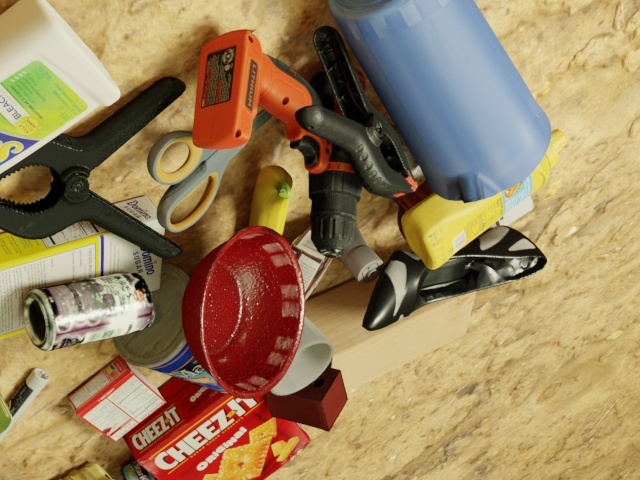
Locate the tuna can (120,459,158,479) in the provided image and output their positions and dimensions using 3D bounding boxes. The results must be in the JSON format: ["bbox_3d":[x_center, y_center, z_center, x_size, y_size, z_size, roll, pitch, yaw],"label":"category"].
[{"bbox_3d":[-0.199,0.295,1.253,0.033,0.086,0.086,-33,144,-7],"label":"tuna can"}]

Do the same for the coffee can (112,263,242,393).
[{"bbox_3d":[-0.127,0.092,1.082,0.103,0.103,0.140,-47,145,9],"label":"coffee can"}]

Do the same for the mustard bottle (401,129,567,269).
[{"bbox_3d":[0.173,-0.052,1.093,0.191,0.058,0.096,-36,154,-6],"label":"mustard bottle"}]

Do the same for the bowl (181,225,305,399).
[{"bbox_3d":[-0.081,0.066,1.003,0.161,0.055,0.162,-7,99,-56],"label":"bowl"}]

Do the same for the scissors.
[{"bbox_3d":[-0.086,-0.097,0.940,0.201,0.016,0.096,-56,142,-20],"label":"scissors"}]

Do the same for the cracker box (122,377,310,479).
[{"bbox_3d":[-0.119,0.230,1.267,0.164,0.072,0.213,-37,144,-5],"label":"cracker box"}]

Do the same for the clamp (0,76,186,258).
[{"bbox_3d":[-0.203,-0.060,0.890,0.209,0.036,0.165,-1,110,-32],"label":"clamp"}]

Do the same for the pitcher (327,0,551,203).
[{"bbox_3d":[0.109,-0.165,0.981,0.145,0.149,0.242,-43,130,-4],"label":"pitcher"}]

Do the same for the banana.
[{"bbox_3d":[-0.054,-0.016,1.067,0.037,0.069,0.198,11,144,-2],"label":"banana"}]

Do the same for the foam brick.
[{"bbox_3d":[-0.016,0.173,1.206,0.053,0.078,0.051,-55,143,-40],"label":"foam brick"}]

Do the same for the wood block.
[{"bbox_3d":[0.073,0.097,1.283,0.205,0.090,0.091,-23,142,-24],"label":"wood block"}]

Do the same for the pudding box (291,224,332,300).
[{"bbox_3d":[-0.015,0.028,1.124,0.090,0.039,0.113,-63,173,25],"label":"pudding box"}]

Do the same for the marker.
[{"bbox_3d":[-0.314,0.178,1.077,0.121,0.020,0.020,-50,144,14],"label":"marker"}]

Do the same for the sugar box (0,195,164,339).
[{"bbox_3d":[-0.230,0.025,0.966,0.175,0.048,0.093,-19,139,-32],"label":"sugar box"}]

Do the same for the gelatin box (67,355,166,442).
[{"bbox_3d":[-0.218,0.172,1.149,0.073,0.030,0.089,-39,145,-4],"label":"gelatin box"}]

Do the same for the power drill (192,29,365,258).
[{"bbox_3d":[-0.028,-0.090,0.940,0.057,0.184,0.187,-10,160,37],"label":"power drill"}]

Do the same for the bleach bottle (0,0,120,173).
[{"bbox_3d":[-0.279,-0.072,0.801,0.251,0.068,0.102,-38,142,1],"label":"bleach bottle"}]

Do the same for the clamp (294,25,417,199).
[{"bbox_3d":[0.031,-0.091,0.933,0.039,0.120,0.171,-15,124,35],"label":"clamp"}]
